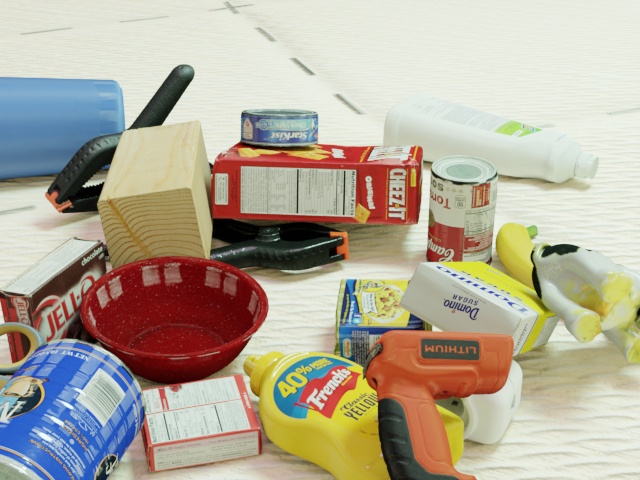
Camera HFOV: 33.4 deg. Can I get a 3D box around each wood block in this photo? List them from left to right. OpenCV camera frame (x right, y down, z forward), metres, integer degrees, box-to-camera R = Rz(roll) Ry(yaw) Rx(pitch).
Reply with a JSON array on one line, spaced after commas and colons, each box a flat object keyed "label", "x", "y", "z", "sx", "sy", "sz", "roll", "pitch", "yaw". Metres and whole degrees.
[{"label": "wood block", "x": -0.160, "y": -0.043, "z": 1.075, "sx": 0.090, "sy": 0.091, "sz": 0.206, "roll": -8, "pitch": 24, "yaw": 0}]

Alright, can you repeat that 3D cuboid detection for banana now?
[{"label": "banana", "x": 0.217, "y": 0.024, "z": 1.048, "sx": 0.069, "sy": 0.037, "sz": 0.198, "roll": -6, "pitch": 28, "yaw": -10}]

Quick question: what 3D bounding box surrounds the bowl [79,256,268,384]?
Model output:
[{"label": "bowl", "x": -0.126, "y": 0.076, "z": 0.931, "sx": 0.162, "sy": 0.055, "sz": 0.162, "roll": 2, "pitch": 30, "yaw": -1}]

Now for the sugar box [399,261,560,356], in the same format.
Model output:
[{"label": "sugar box", "x": 0.139, "y": 0.054, "z": 0.888, "sx": 0.093, "sy": 0.048, "sz": 0.176, "roll": 29, "pitch": 8, "yaw": 20}]

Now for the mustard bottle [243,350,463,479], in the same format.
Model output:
[{"label": "mustard bottle", "x": 0.010, "y": 0.133, "z": 0.824, "sx": 0.192, "sy": 0.058, "sz": 0.096, "roll": 24, "pitch": 41, "yaw": 39}]

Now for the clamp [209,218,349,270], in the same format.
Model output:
[{"label": "clamp", "x": -0.057, "y": 0.001, "z": 1.099, "sx": 0.171, "sy": 0.039, "sz": 0.120, "roll": -2, "pitch": 31, "yaw": 0}]

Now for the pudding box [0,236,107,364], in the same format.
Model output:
[{"label": "pudding box", "x": -0.228, "y": 0.060, "z": 0.933, "sx": 0.039, "sy": 0.090, "sz": 0.113, "roll": 8, "pitch": 28, "yaw": 19}]

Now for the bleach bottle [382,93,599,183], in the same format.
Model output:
[{"label": "bleach bottle", "x": 0.208, "y": -0.115, "z": 1.289, "sx": 0.251, "sy": 0.068, "sz": 0.102, "roll": 18, "pitch": 33, "yaw": 28}]

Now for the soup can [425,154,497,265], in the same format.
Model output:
[{"label": "soup can", "x": 0.142, "y": -0.027, "z": 1.077, "sx": 0.068, "sy": 0.102, "sz": 0.068, "roll": 0, "pitch": 28, "yaw": 0}]

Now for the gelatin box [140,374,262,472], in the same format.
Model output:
[{"label": "gelatin box", "x": -0.096, "y": 0.143, "z": 0.837, "sx": 0.089, "sy": 0.030, "sz": 0.073, "roll": -8, "pitch": 30, "yaw": -13}]

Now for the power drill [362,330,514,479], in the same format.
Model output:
[{"label": "power drill", "x": 0.102, "y": 0.153, "z": 0.708, "sx": 0.184, "sy": 0.057, "sz": 0.187, "roll": 4, "pitch": 55, "yaw": -10}]

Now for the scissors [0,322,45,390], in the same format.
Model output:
[{"label": "scissors", "x": -0.311, "y": 0.095, "z": 0.866, "sx": 0.202, "sy": 0.096, "sz": 0.016, "roll": 18, "pitch": -14, "yaw": 7}]

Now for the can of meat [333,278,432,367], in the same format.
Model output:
[{"label": "can of meat", "x": 0.057, "y": 0.074, "z": 0.937, "sx": 0.084, "sy": 0.057, "sz": 0.102, "roll": 1, "pitch": 28, "yaw": 6}]

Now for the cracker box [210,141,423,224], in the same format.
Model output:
[{"label": "cracker box", "x": 0.002, "y": -0.067, "z": 1.151, "sx": 0.214, "sy": 0.072, "sz": 0.164, "roll": 2, "pitch": 12, "yaw": 6}]

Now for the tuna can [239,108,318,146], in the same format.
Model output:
[{"label": "tuna can", "x": -0.044, "y": -0.123, "z": 1.154, "sx": 0.086, "sy": 0.034, "sz": 0.086, "roll": 1, "pitch": 11, "yaw": 0}]

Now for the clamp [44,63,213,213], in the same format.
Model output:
[{"label": "clamp", "x": -0.211, "y": -0.100, "z": 1.194, "sx": 0.209, "sy": 0.164, "sz": 0.036, "roll": -28, "pitch": 50, "yaw": -26}]

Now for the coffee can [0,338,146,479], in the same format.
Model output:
[{"label": "coffee can", "x": -0.196, "y": 0.149, "z": 0.749, "sx": 0.103, "sy": 0.103, "sz": 0.140, "roll": 6, "pitch": 28, "yaw": 12}]

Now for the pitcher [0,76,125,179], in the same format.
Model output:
[{"label": "pitcher", "x": -0.360, "y": -0.135, "z": 1.285, "sx": 0.242, "sy": 0.145, "sz": 0.149, "roll": -3, "pitch": 40, "yaw": -13}]
